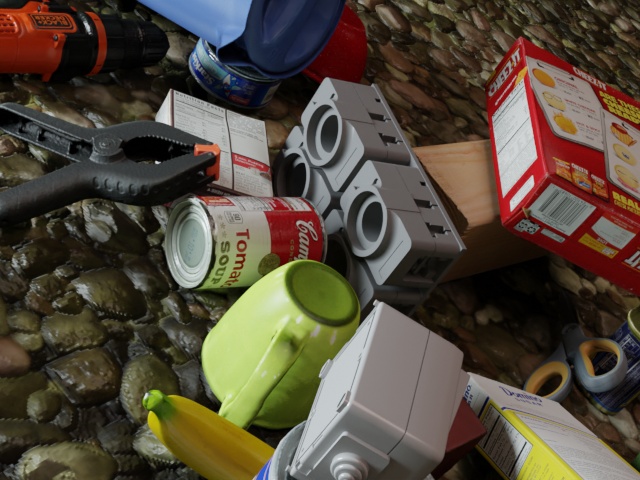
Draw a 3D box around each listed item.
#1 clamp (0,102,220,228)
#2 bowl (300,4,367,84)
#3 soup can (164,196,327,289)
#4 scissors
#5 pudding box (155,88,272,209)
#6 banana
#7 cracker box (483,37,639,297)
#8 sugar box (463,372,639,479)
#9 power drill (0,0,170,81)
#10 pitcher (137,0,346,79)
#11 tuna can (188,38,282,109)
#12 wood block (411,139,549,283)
[{"bbox_3d":[-0.161,-0.063,0.774,0.171,0.039,0.120,-6,52,-18],"label":"clamp"},{"bbox_3d":[-0.008,-0.214,1.049,0.162,0.055,0.162,33,22,-15],"label":"bowl"},{"bbox_3d":[-0.055,0.001,0.790,0.102,0.069,0.068,-1,49,-38],"label":"soup can"},{"bbox_3d":[0.203,0.094,0.922,0.016,0.096,0.202,59,2,-13],"label":"scissors"},{"bbox_3d":[-0.087,-0.065,0.866,0.090,0.039,0.113,17,38,-23],"label":"pudding box"},{"bbox_3d":[-0.033,0.148,0.650,0.197,0.037,0.070,35,-3,-14],"label":"banana"},{"bbox_3d":[0.232,-0.065,0.937,0.164,0.072,0.213,25,37,-17],"label":"cracker box"},{"bbox_3d":[0.166,0.156,0.749,0.093,0.048,0.176,20,7,-21],"label":"sugar box"},{"bbox_3d":[-0.236,-0.212,0.895,0.184,0.057,0.188,-8,54,-43],"label":"power drill"},{"bbox_3d":[-0.097,-0.254,0.944,0.243,0.145,0.149,31,21,28],"label":"pitcher"},{"bbox_3d":[-0.076,-0.162,0.987,0.086,0.034,0.086,21,38,-18],"label":"tuna can"},{"bbox_3d":[0.146,-0.030,0.967,0.205,0.091,0.090,-10,57,-45],"label":"wood block"}]
